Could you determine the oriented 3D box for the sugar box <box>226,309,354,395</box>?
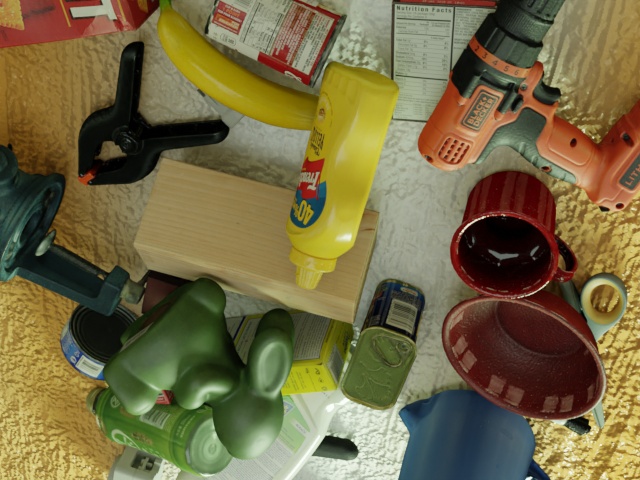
[{"bbox_3d":[-0.061,0.118,1.094,0.176,0.093,0.048,-10,121,23],"label":"sugar box"}]

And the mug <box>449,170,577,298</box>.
[{"bbox_3d":[0.177,-0.004,0.947,0.117,0.081,0.093,27,127,-3],"label":"mug"}]

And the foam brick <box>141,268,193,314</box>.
[{"bbox_3d":[-0.141,0.040,1.072,0.053,0.078,0.051,17,127,1],"label":"foam brick"}]

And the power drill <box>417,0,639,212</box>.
[{"bbox_3d":[0.195,-0.113,0.856,0.187,0.057,0.185,21,123,-15],"label":"power drill"}]

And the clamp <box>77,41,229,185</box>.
[{"bbox_3d":[-0.166,-0.098,1.007,0.120,0.039,0.172,40,132,-7],"label":"clamp"}]

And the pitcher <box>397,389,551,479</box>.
[{"bbox_3d":[0.138,0.280,1.057,0.149,0.242,0.145,-6,126,26],"label":"pitcher"}]

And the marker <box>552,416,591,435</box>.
[{"bbox_3d":[0.223,0.168,1.094,0.121,0.020,0.020,26,127,-3],"label":"marker"}]

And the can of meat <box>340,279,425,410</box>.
[{"bbox_3d":[0.064,0.101,1.052,0.057,0.083,0.102,19,127,2],"label":"can of meat"}]

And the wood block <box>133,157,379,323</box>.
[{"bbox_3d":[-0.056,0.001,0.994,0.206,0.091,0.090,14,164,5],"label":"wood block"}]

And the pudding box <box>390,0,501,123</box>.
[{"bbox_3d":[0.104,-0.153,0.891,0.090,0.039,0.113,7,124,12],"label":"pudding box"}]

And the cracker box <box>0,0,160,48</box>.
[{"bbox_3d":[-0.265,-0.251,0.907,0.214,0.072,0.164,-3,124,17],"label":"cracker box"}]

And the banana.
[{"bbox_3d":[-0.068,-0.143,0.925,0.197,0.069,0.037,34,154,-10],"label":"banana"}]

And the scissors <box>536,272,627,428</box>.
[{"bbox_3d":[0.273,0.102,1.033,0.096,0.016,0.201,-19,117,32],"label":"scissors"}]

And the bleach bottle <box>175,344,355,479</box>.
[{"bbox_3d":[-0.041,0.208,1.142,0.102,0.068,0.251,44,107,-4],"label":"bleach bottle"}]

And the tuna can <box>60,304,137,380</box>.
[{"bbox_3d":[-0.233,0.106,1.140,0.086,0.086,0.034,33,128,-8],"label":"tuna can"}]

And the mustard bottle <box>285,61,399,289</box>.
[{"bbox_3d":[0.011,-0.050,0.902,0.058,0.096,0.192,9,107,-21],"label":"mustard bottle"}]

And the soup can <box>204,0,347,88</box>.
[{"bbox_3d":[-0.038,-0.180,0.894,0.102,0.068,0.069,26,127,-2],"label":"soup can"}]

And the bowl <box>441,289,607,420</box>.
[{"bbox_3d":[0.199,0.096,1.013,0.162,0.055,0.162,20,138,19],"label":"bowl"}]
